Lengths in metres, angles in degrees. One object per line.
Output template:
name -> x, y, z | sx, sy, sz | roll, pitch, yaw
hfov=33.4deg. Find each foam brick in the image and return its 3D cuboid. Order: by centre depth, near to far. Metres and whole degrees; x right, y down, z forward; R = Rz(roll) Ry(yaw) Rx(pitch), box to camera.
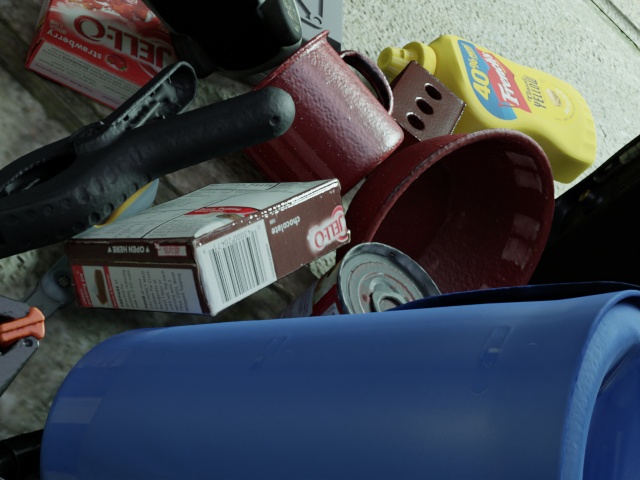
foam brick -> 0.058, -0.078, 0.742 | 0.053, 0.051, 0.078 | 39, 40, -7

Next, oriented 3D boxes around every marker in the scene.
marker -> -0.099, 0.085, 0.497 | 0.120, 0.020, 0.020 | -16, 69, -46

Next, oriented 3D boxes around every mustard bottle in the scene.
mustard bottle -> 0.124, -0.110, 0.821 | 0.191, 0.058, 0.096 | 16, 48, -31

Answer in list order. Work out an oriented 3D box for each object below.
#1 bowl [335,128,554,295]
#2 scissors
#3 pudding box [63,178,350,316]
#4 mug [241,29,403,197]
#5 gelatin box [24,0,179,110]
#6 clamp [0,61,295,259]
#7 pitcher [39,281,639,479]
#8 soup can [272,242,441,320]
bowl -> 0.063, -0.002, 0.633 | 0.161, 0.162, 0.055 | -2, 29, -42
scissors -> -0.111, 0.028, 0.536 | 0.096, 0.016, 0.201 | 33, 42, -15
pudding box -> -0.053, 0.001, 0.524 | 0.113, 0.090, 0.039 | -24, 109, -50
mug -> 0.003, -0.074, 0.660 | 0.081, 0.093, 0.117 | 48, 52, -4
gelatin box -> -0.124, -0.116, 0.634 | 0.089, 0.030, 0.073 | 24, 45, -24
clamp -> -0.107, -0.044, 0.540 | 0.171, 0.120, 0.039 | -26, 113, -15
pitcher -> 0.015, 0.082, 0.413 | 0.149, 0.243, 0.145 | 15, 76, -53
soup can -> 0.009, 0.057, 0.547 | 0.068, 0.102, 0.068 | 24, 44, -25
